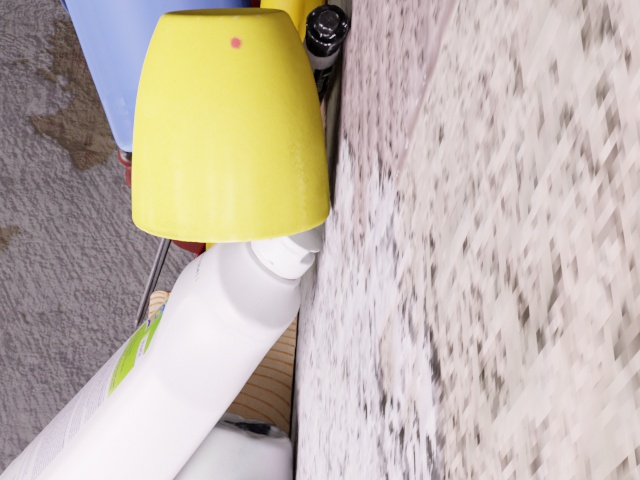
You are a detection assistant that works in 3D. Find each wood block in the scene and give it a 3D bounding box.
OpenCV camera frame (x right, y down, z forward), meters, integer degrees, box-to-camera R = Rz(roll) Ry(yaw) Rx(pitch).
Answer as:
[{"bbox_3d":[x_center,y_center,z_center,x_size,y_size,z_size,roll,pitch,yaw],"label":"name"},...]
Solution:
[{"bbox_3d":[-0.069,0.085,0.722,0.206,0.090,0.091,138,137,-83],"label":"wood block"}]

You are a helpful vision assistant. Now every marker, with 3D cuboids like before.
[{"bbox_3d":[-0.002,-0.085,0.511,0.121,0.020,0.020,123,151,-80],"label":"marker"}]

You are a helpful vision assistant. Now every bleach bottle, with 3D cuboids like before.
[{"bbox_3d":[-0.087,0.085,0.542,0.251,0.068,0.102,-48,19,23],"label":"bleach bottle"}]

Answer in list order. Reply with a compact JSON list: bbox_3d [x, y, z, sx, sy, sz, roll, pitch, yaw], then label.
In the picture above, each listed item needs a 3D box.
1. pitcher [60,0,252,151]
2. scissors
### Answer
[{"bbox_3d":[-0.120,-0.184,0.699,0.149,0.145,0.243,-103,-2,-80],"label":"pitcher"},{"bbox_3d":[-0.081,-0.031,0.622,0.096,0.016,0.202,-81,13,-81],"label":"scissors"}]
